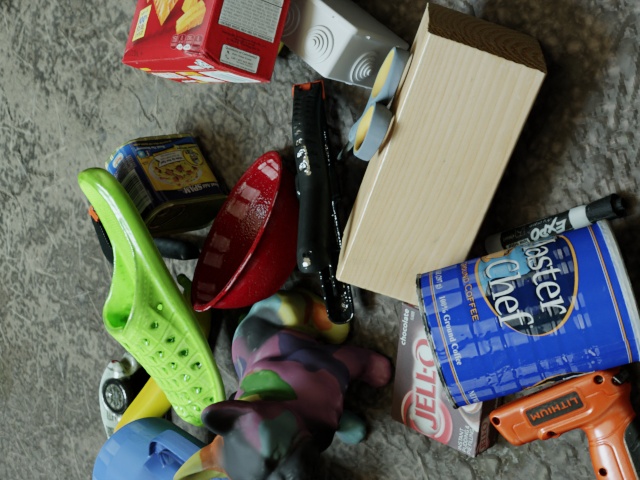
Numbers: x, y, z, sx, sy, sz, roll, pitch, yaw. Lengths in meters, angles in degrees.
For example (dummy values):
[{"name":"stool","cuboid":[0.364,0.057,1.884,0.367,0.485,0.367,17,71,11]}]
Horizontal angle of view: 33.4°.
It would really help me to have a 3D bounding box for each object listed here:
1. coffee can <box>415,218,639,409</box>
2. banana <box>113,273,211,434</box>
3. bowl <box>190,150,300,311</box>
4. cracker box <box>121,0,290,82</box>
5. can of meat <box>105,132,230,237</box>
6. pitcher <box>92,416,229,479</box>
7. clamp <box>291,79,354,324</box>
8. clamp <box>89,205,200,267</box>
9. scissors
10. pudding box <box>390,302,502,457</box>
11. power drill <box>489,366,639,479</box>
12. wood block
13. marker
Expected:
[{"name":"coffee can","cuboid":[0.150,0.053,0.761,0.140,0.102,0.103,-17,88,11]},{"name":"banana","cuboid":[-0.156,0.122,1.102,0.037,0.069,0.198,36,109,47]},{"name":"bowl","cuboid":[-0.056,0.001,0.972,0.162,0.055,0.162,-51,23,31]},{"name":"cracker box","cuboid":[-0.082,-0.239,0.872,0.164,0.072,0.214,14,90,58]},{"name":"can of meat","cuboid":[-0.149,-0.055,1.044,0.058,0.101,0.084,-45,68,39]},{"name":"pitcher","cuboid":[-0.118,0.251,1.002,0.243,0.144,0.149,24,94,48]},{"name":"clamp","cuboid":[-0.003,-0.043,0.901,0.036,0.164,0.210,-8,76,6]},{"name":"clamp","cuboid":[-0.194,0.023,1.143,0.172,0.039,0.120,36,117,38]},{"name":"scissors","cuboid":[0.039,-0.104,0.853,0.016,0.202,0.096,21,95,-6]},{"name":"pudding box","cuboid":[0.108,0.112,0.893,0.090,0.039,0.113,19,112,38]},{"name":"power drill","cuboid":[0.199,0.199,0.791,0.185,0.057,0.188,-28,81,19]},{"name":"wood block","cuboid":[0.089,-0.062,0.816,0.091,0.090,0.206,18,117,-3]},{"name":"marker","cuboid":[0.179,-0.011,0.815,0.121,0.020,0.020,-22,85,43]}]
